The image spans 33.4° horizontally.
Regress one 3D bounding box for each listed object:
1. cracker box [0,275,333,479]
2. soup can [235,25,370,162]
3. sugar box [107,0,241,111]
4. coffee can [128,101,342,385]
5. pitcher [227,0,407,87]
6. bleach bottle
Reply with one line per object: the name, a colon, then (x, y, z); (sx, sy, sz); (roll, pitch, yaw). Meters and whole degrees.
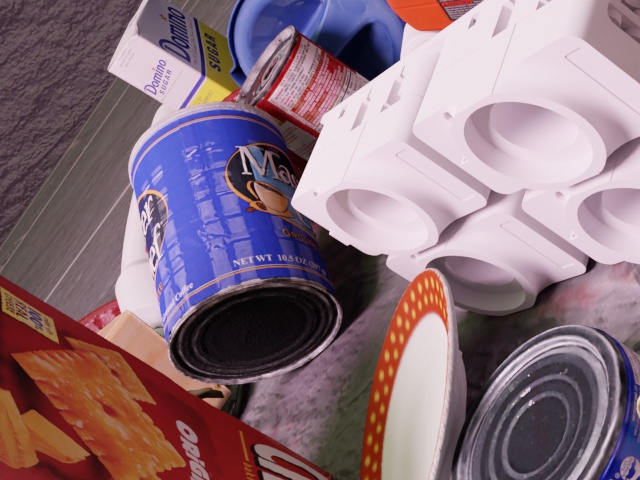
cracker box: (-0.078, 0.110, 0.435); (0.072, 0.213, 0.164); (-53, 19, 9)
soup can: (0.003, -0.086, 0.711); (0.069, 0.102, 0.068); (-49, 21, 25)
sugar box: (-0.075, -0.122, 0.846); (0.048, 0.176, 0.093); (-49, 20, 26)
coffee can: (-0.054, 0.001, 0.645); (0.103, 0.102, 0.140); (-46, 46, 32)
pitcher: (0.032, -0.209, 0.816); (0.145, 0.149, 0.242); (102, -176, -45)
bleach bottle: (-0.098, -0.003, 0.820); (0.251, 0.102, 0.068); (-90, 17, -46)
